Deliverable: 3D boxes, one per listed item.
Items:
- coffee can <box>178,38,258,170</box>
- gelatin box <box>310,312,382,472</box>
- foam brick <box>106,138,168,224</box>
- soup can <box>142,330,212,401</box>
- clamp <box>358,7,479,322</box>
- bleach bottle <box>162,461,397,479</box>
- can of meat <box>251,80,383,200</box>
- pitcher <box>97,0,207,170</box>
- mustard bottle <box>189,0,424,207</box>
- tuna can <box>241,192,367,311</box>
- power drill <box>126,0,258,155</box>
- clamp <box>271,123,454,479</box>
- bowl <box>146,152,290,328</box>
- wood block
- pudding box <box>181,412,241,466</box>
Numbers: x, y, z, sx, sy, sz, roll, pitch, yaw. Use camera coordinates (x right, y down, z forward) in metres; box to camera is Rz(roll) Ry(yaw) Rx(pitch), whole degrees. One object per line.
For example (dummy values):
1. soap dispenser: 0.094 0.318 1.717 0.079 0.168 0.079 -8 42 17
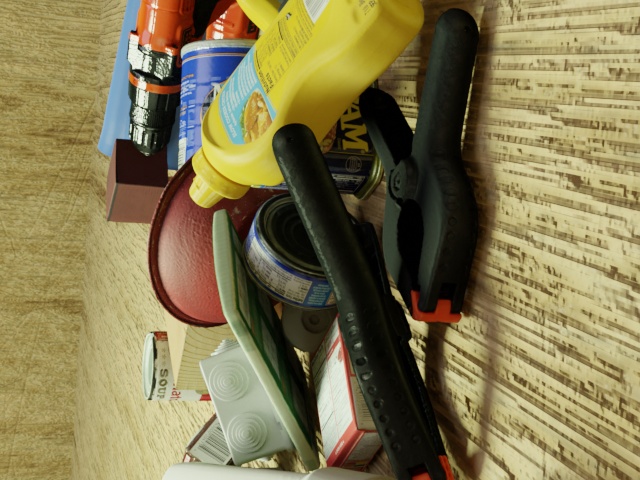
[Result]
1. coffee can: -0.072 -0.094 0.926 0.103 0.102 0.140 171 102 -72
2. gelatin box: 0.021 0.102 0.722 0.073 0.030 0.089 115 153 -52
3. foam brick: -0.180 -0.057 1.046 0.078 0.051 0.053 122 147 -58
4. soup can: -0.117 0.122 1.036 0.069 0.102 0.068 -177 90 -73
5. clamp: 0.055 -0.036 0.620 0.120 0.039 0.171 154 120 -71
6. bleach bottle: -0.011 0.179 0.689 0.251 0.102 0.068 -17 56 53
7. can of meat: -0.007 -0.083 0.749 0.058 0.083 0.102 128 141 -61
8. pitcher: -0.181 -0.207 1.249 0.149 0.144 0.243 29 114 48
9. mustard bottle: -0.021 -0.091 0.653 0.192 0.058 0.096 -47 38 26
10. tuna can: -0.009 0.006 0.738 0.086 0.086 0.034 -104 29 -44
11. power drill: -0.119 -0.189 1.018 0.187 0.057 0.185 -52 -19 -55
12. clamp: 0.032 0.048 0.625 0.164 0.036 0.210 42 -153 -70
13. bowl: -0.055 0.001 0.834 0.055 0.161 0.162 22 111 40
14. wood block: -0.101 0.036 1.019 0.206 0.090 0.091 -109 27 -48
15. pudding box: -0.077 0.171 0.914 0.113 0.039 0.090 -46 -15 -40
